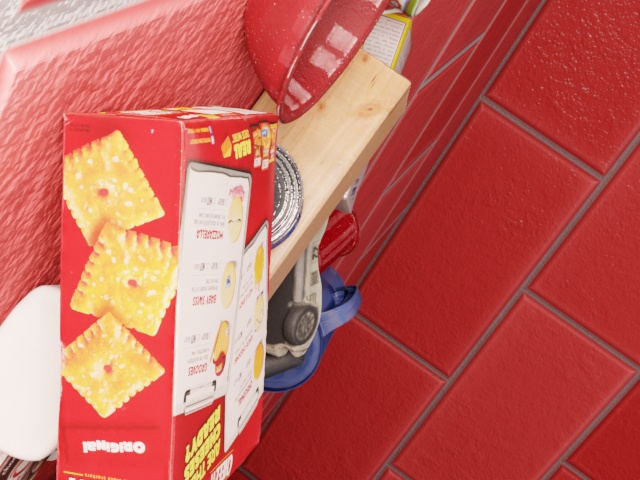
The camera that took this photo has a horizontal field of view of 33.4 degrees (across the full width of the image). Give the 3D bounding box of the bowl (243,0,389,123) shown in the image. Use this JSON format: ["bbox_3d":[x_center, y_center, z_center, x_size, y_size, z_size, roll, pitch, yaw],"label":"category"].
[{"bbox_3d":[0.000,-0.155,0.670,0.162,0.055,0.162,-54,174,-9],"label":"bowl"}]

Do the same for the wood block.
[{"bbox_3d":[-0.025,-0.056,0.846,0.206,0.090,0.091,-55,174,-5],"label":"wood block"}]

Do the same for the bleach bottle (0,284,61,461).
[{"bbox_3d":[-0.154,0.079,0.732,0.102,0.068,0.251,-57,176,0],"label":"bleach bottle"}]

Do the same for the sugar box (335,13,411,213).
[{"bbox_3d":[0.036,-0.119,0.994,0.093,0.048,0.176,62,50,-82],"label":"sugar box"}]

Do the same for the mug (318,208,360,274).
[{"bbox_3d":[-0.023,-0.002,1.219,0.117,0.093,0.081,-11,-159,41],"label":"mug"}]

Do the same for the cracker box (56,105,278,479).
[{"bbox_3d":[-0.082,0.034,0.593,0.164,0.072,0.214,-31,126,-74],"label":"cracker box"}]
